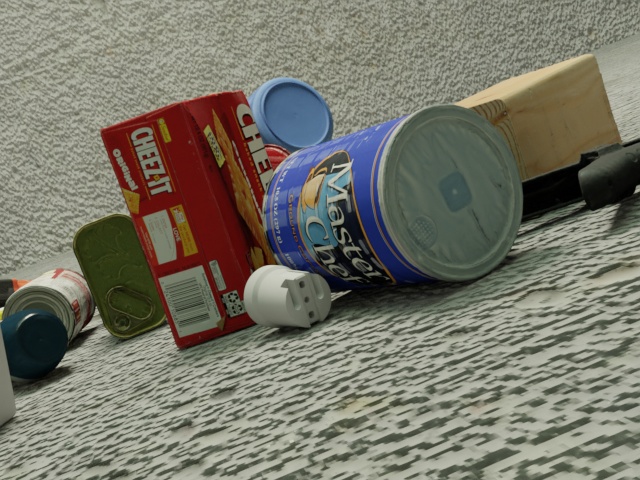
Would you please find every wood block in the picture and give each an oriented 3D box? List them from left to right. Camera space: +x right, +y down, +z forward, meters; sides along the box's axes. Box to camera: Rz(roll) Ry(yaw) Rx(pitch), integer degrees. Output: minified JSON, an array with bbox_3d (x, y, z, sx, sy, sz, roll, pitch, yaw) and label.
[{"bbox_3d":[0.156,-0.078,0.840,0.091,0.090,0.205,-15,9,36],"label":"wood block"}]

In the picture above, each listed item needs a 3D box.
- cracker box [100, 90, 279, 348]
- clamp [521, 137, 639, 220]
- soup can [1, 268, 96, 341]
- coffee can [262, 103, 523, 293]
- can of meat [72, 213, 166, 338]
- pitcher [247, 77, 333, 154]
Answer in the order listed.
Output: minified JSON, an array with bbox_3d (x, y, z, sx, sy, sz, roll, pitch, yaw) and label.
[{"bbox_3d":[-0.081,-0.028,0.829,0.072,0.164,0.213,-18,7,11],"label":"cracker box"},{"bbox_3d":[0.177,-0.041,0.700,0.171,0.039,0.120,-18,8,-41],"label":"clamp"},{"bbox_3d":[-0.253,0.066,1.002,0.068,0.068,0.102,-20,7,1],"label":"soup can"},{"bbox_3d":[0.041,-0.021,0.668,0.102,0.103,0.141,-25,8,-31],"label":"coffee can"},{"bbox_3d":[-0.174,0.029,0.923,0.057,0.102,0.084,-23,5,-12],"label":"can of meat"},{"bbox_3d":[-0.092,-0.111,1.351,0.149,0.145,0.243,-13,-14,-32],"label":"pitcher"}]
